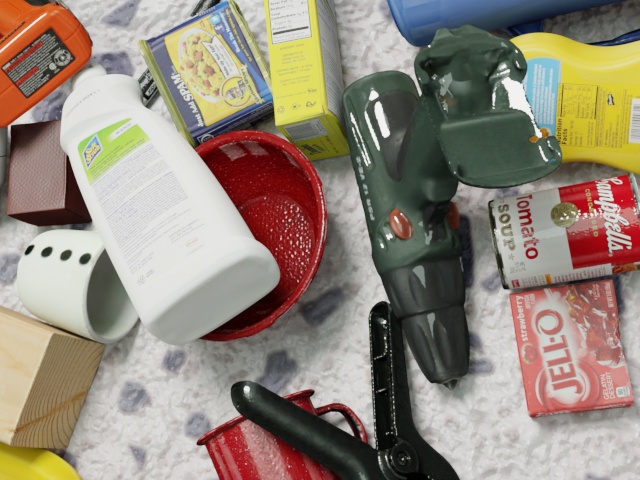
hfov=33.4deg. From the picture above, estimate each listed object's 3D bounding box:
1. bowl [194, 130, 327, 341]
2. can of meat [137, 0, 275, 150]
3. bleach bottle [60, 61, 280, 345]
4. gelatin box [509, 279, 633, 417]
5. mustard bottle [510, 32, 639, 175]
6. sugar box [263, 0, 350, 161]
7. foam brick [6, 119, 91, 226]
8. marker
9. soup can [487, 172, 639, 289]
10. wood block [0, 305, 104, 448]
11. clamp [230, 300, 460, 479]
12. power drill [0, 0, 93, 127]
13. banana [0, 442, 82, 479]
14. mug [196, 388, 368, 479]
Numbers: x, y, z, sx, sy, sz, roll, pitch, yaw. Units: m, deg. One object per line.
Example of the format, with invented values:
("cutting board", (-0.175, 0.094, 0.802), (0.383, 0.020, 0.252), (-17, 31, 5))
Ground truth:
("bowl", (-0.055, 0.001, 0.809), (0.162, 0.055, 0.162), (-8, 72, 26))
("can of meat", (-0.085, -0.130, 0.849), (0.084, 0.057, 0.102), (-26, 87, 4))
("bleach bottle", (-0.127, -0.047, 0.794), (0.102, 0.068, 0.251), (-34, 57, 4))
("gelatin box", (0.176, 0.077, 0.753), (0.073, 0.030, 0.089), (-9, 75, 13))
("mustard bottle", (0.171, -0.100, 0.769), (0.192, 0.058, 0.096), (6, 122, 17))
("sugar box", (-0.013, -0.159, 0.826), (0.048, 0.093, 0.176), (-11, 74, 10))
("foam brick", (-0.221, -0.054, 0.878), (0.053, 0.051, 0.078), (-4, 76, 13))
("marker", (-0.123, -0.157, 0.893), (0.020, 0.020, 0.121), (37, 88, 19))
("soup can", (0.174, -0.005, 0.753), (0.102, 0.068, 0.068), (-10, 75, 13))
("wood block", (-0.291, 0.087, 0.843), (0.206, 0.090, 0.090), (18, 83, 18))
("clamp", (0.049, 0.147, 0.742), (0.210, 0.164, 0.036), (54, 136, 2))
("power drill", (-0.279, -0.165, 0.879), (0.184, 0.057, 0.188), (-42, 45, -4))
("banana", (-0.258, 0.173, 0.826), (0.198, 0.069, 0.037), (10, 99, 14))
("mug", (-0.020, 0.158, 0.762), (0.117, 0.093, 0.081), (-20, 76, -22))
